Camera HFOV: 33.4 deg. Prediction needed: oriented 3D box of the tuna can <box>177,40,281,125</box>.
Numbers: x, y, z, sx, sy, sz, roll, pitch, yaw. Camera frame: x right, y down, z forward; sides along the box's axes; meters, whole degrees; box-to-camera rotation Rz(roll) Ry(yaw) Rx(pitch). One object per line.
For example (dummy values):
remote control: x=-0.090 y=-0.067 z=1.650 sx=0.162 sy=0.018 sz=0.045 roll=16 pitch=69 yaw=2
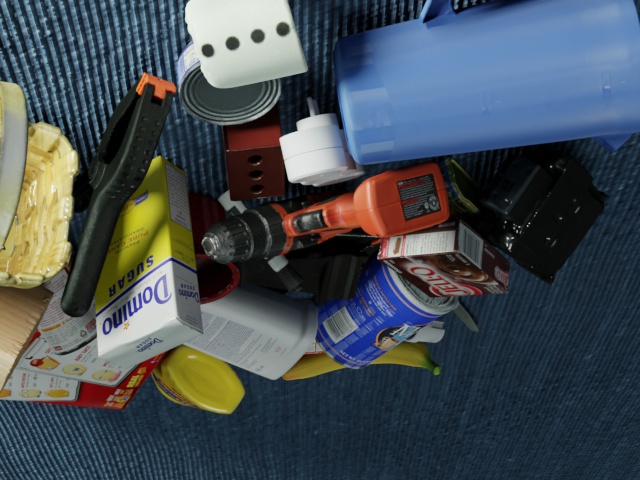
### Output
tuna can: x=-0.077 y=-0.137 z=0.896 sx=0.086 sy=0.034 sz=0.086 roll=-7 pitch=147 yaw=-5

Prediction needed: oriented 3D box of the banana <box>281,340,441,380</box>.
banana: x=0.050 y=0.144 z=1.328 sx=0.198 sy=0.069 sz=0.037 roll=-5 pitch=107 yaw=7

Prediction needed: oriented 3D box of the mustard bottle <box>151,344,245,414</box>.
mustard bottle: x=-0.155 y=0.163 z=1.263 sx=0.096 sy=0.058 sz=0.192 roll=37 pitch=164 yaw=-11

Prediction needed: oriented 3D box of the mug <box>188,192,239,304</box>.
mug: x=-0.141 y=0.011 z=1.059 sx=0.117 sy=0.081 sz=0.093 roll=-22 pitch=145 yaw=17

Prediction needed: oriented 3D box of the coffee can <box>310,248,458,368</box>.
coffee can: x=0.068 y=0.066 z=1.177 sx=0.102 sy=0.103 sz=0.141 roll=18 pitch=138 yaw=-36

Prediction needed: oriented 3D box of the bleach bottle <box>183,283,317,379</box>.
bleach bottle: x=-0.134 y=0.067 z=1.139 sx=0.250 sy=0.068 sz=0.103 roll=24 pitch=128 yaw=-23

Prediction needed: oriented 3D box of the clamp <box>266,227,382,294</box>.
clamp: x=-0.008 y=0.016 z=1.144 sx=0.171 sy=0.039 sz=0.120 roll=-10 pitch=154 yaw=12

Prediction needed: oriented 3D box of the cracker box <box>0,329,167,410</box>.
cracker box: x=-0.293 y=0.115 z=1.187 sx=0.213 sy=0.072 sz=0.164 roll=10 pitch=141 yaw=-27

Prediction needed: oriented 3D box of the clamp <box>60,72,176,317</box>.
clamp: x=-0.184 y=-0.059 z=0.930 sx=0.036 sy=0.165 sz=0.210 roll=17 pitch=115 yaw=-27

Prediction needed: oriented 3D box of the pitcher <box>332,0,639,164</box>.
pitcher: x=0.135 y=-0.144 z=0.873 sx=0.243 sy=0.149 sz=0.145 roll=-9 pitch=162 yaw=5

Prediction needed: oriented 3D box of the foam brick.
foam brick: x=-0.061 y=-0.079 z=0.971 sx=0.053 sy=0.051 sz=0.078 roll=-7 pitch=147 yaw=-4

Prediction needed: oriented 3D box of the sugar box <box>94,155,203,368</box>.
sugar box: x=-0.163 y=0.019 z=0.978 sx=0.093 sy=0.176 sz=0.048 roll=-26 pitch=144 yaw=23

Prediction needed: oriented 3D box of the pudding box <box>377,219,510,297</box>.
pudding box: x=0.123 y=0.020 z=1.051 sx=0.090 sy=0.039 sz=0.113 roll=-7 pitch=151 yaw=34

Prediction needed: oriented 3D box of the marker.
marker: x=-0.057 y=0.001 z=1.050 sx=0.020 sy=0.121 sz=0.020 roll=-38 pitch=-178 yaw=1

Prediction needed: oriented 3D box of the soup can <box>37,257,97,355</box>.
soup can: x=-0.264 y=0.055 z=1.065 sx=0.069 sy=0.068 sz=0.102 roll=-23 pitch=110 yaw=19

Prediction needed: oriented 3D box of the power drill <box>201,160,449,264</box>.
power drill: x=0.008 y=-0.023 z=0.973 sx=0.184 sy=0.057 sz=0.188 roll=-19 pitch=-173 yaw=-42

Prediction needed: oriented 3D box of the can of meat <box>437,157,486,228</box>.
can of meat: x=0.120 y=-0.031 z=1.089 sx=0.084 sy=0.057 sz=0.102 roll=-27 pitch=143 yaw=21
